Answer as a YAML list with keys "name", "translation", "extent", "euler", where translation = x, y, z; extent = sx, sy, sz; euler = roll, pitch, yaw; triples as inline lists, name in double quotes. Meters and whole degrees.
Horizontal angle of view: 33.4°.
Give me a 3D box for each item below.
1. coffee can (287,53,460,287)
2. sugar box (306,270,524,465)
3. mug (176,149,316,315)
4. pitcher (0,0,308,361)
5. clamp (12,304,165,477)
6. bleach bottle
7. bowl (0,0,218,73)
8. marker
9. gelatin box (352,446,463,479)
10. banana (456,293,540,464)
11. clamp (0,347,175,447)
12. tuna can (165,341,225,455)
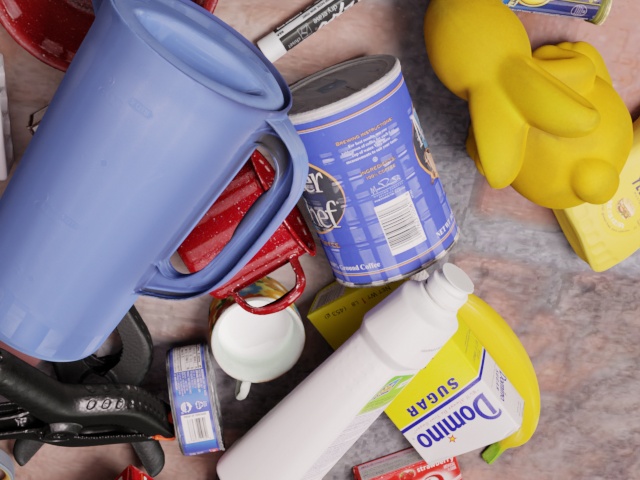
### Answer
- name: "coffee can"
  translation: [0.032, -0.051, 0.782]
  extent: [0.103, 0.103, 0.140]
  euler: [-23, 112, 0]
- name: "sugar box"
  translation: [0.078, 0.096, 0.856]
  extent: [0.093, 0.048, 0.176]
  euler: [-28, 109, 29]
- name: "mug"
  translation: [-0.055, 0.001, 0.789]
  extent: [0.081, 0.093, 0.117]
  euler: [-30, 78, 8]
- name: "pitcher"
  translation: [-0.128, -0.031, 0.700]
  extent: [0.144, 0.149, 0.243]
  euler: [22, 117, -33]
- name: "clamp"
  translation: [-0.185, 0.113, 0.842]
  extent: [0.120, 0.039, 0.171]
  euler: [-3, 107, -13]
- name: "bleach bottle"
  translation: [0.027, 0.108, 0.802]
  extent: [0.068, 0.102, 0.251]
  euler: [49, 119, 15]
- name: "bowl"
  translation: [-0.148, -0.194, 0.728]
  extent: [0.162, 0.055, 0.162]
  euler: [-3, 110, -8]
- name: "marker"
  translation: [0.008, -0.171, 0.780]
  extent: [0.121, 0.020, 0.020]
  euler: [-34, 111, 4]
- name: "gelatin box"
  translation: [0.080, 0.219, 0.925]
  extent: [0.089, 0.030, 0.073]
  euler: [-18, 111, -2]
- name: "banana"
  translation: [0.139, 0.104, 0.890]
  extent: [0.069, 0.037, 0.198]
  euler: [-25, 111, 0]
- name: "clamp"
  translation: [-0.187, 0.119, 0.758]
  extent: [0.209, 0.036, 0.165]
  euler: [10, 150, -35]
- name: "tuna can"
  translation: [-0.098, 0.124, 0.834]
  extent: [0.033, 0.086, 0.086]
  euler: [-9, 111, -4]
